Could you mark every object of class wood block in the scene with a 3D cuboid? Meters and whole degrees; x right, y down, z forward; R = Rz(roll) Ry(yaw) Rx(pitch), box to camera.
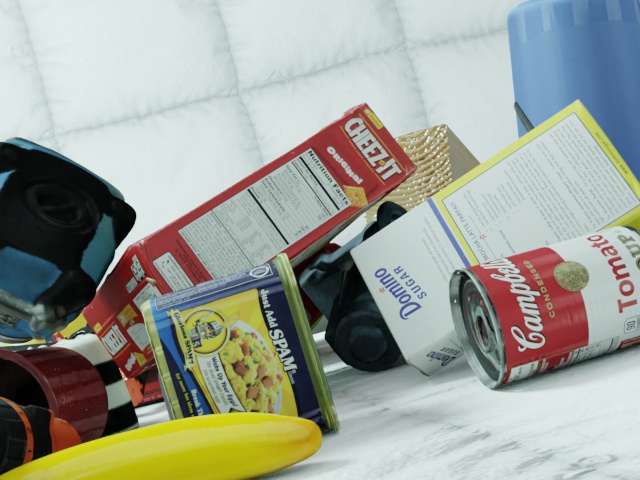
[{"bbox_3d":[0.125,-0.022,1.044,0.090,0.091,0.205,-15,-26,24],"label":"wood block"}]

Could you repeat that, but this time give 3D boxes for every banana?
[{"bbox_3d":[-0.098,0.118,0.508,0.197,0.037,0.070,-17,19,-19],"label":"banana"}]

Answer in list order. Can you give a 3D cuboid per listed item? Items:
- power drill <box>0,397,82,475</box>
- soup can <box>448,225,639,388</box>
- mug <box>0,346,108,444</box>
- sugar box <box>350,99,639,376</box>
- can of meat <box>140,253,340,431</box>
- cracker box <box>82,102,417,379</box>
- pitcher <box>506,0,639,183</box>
[{"bbox_3d":[-0.237,0.104,0.567,0.188,0.057,0.184,6,-15,9],"label":"power drill"},{"bbox_3d":[0.131,0.036,0.591,0.102,0.068,0.068,-15,0,-11],"label":"soup can"},{"bbox_3d":[-0.200,0.123,0.709,0.117,0.093,0.081,-52,-13,11],"label":"mug"},{"bbox_3d":[0.115,0.000,0.673,0.176,0.093,0.048,-34,-34,13],"label":"sugar box"},{"bbox_3d":[-0.045,0.068,0.589,0.084,0.102,0.057,-17,2,-6],"label":"can of meat"},{"bbox_3d":[-0.055,0.001,0.774,0.213,0.072,0.164,-35,-2,-30],"label":"cracker box"},{"bbox_3d":[0.228,-0.085,0.906,0.144,0.243,0.149,-13,5,-35],"label":"pitcher"}]
